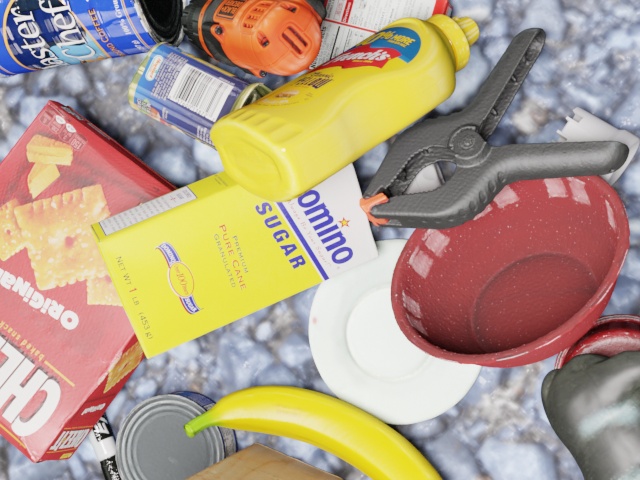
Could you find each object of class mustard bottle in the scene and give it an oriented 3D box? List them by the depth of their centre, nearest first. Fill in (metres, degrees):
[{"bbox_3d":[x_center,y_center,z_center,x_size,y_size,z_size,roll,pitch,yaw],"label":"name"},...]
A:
[{"bbox_3d":[0.029,-0.095,0.686,0.191,0.096,0.058,-33,115,-23],"label":"mustard bottle"}]

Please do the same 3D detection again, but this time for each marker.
[{"bbox_3d":[-0.174,0.136,0.818,0.020,0.020,0.121,-25,82,13],"label":"marker"}]

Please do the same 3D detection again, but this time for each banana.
[{"bbox_3d":[0.007,0.143,0.748,0.198,0.037,0.069,17,55,12],"label":"banana"}]

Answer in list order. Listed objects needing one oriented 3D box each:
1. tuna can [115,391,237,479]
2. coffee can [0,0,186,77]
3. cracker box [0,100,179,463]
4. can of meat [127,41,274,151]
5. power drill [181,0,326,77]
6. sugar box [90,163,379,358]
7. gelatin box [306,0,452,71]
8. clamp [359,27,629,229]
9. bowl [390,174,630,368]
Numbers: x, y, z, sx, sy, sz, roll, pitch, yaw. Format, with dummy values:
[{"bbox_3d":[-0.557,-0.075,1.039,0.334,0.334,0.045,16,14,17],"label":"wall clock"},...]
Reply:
[{"bbox_3d":[-0.106,0.155,0.791,0.086,0.033,0.086,0,89,15],"label":"tuna can"},{"bbox_3d":[-0.182,-0.181,0.785,0.140,0.102,0.103,-6,87,15],"label":"coffee can"},{"bbox_3d":[-0.193,0.029,0.786,0.164,0.072,0.213,37,89,13],"label":"cracker box"},{"bbox_3d":[-0.076,-0.095,0.754,0.084,0.102,0.057,28,94,17],"label":"can of meat"},{"bbox_3d":[-0.010,-0.195,0.731,0.057,0.185,0.187,40,86,-30],"label":"power drill"},{"bbox_3d":[-0.055,0.001,0.721,0.176,0.048,0.093,-23,115,-10],"label":"sugar box"},{"bbox_3d":[0.041,-0.144,0.760,0.089,0.030,0.073,17,95,15],"label":"gelatin box"},{"bbox_3d":[0.109,-0.053,0.696,0.171,0.039,0.120,-39,54,4],"label":"clamp"},{"bbox_3d":[0.129,0.026,0.694,0.162,0.055,0.162,-22,41,20],"label":"bowl"}]
